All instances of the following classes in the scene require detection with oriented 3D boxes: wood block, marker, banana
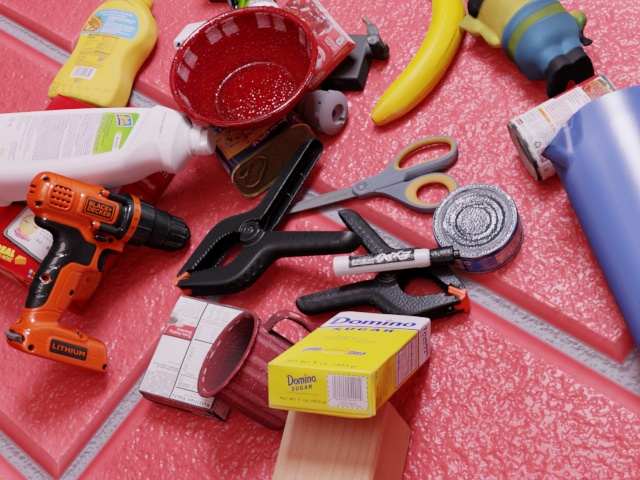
[{"bbox_3d":[0.008,0.243,0.919,0.090,0.090,0.206,3,63,22],"label":"wood block"},{"bbox_3d":[0.073,0.019,1.018,0.121,0.020,0.020,-6,60,12],"label":"marker"},{"bbox_3d":[0.116,-0.207,1.165,0.070,0.037,0.197,0,59,44],"label":"banana"}]

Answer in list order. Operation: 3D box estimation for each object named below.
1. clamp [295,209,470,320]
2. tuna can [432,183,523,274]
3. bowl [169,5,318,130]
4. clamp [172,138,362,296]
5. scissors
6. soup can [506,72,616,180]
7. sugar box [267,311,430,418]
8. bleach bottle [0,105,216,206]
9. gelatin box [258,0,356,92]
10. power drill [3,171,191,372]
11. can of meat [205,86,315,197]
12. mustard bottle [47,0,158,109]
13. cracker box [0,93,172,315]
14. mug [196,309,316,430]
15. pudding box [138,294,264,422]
[{"bbox_3d":[0.068,0.028,1.049,0.172,0.039,0.120,8,70,21],"label":"clamp"},{"bbox_3d":[0.153,-0.013,1.041,0.086,0.033,0.086,-9,59,16],"label":"tuna can"},{"bbox_3d":[-0.076,-0.171,1.133,0.162,0.055,0.162,-6,58,10],"label":"bowl"},{"bbox_3d":[-0.057,0.001,1.094,0.210,0.036,0.165,-37,43,7],"label":"clamp"},{"bbox_3d":[0.058,-0.042,1.105,0.202,0.016,0.096,-28,56,4],"label":"scissors"},{"bbox_3d":[0.242,-0.110,1.041,0.102,0.068,0.068,-28,56,5],"label":"soup can"},{"bbox_3d":[0.030,0.104,0.938,0.093,0.176,0.048,3,104,20],"label":"sugar box"},{"bbox_3d":[-0.235,-0.093,1.135,0.251,0.068,0.102,-2,61,15],"label":"bleach bottle"},{"bbox_3d":[-0.015,-0.220,1.173,0.073,0.030,0.089,-44,73,17],"label":"gelatin box"},{"bbox_3d":[-0.235,0.038,1.107,0.057,0.184,0.187,4,77,57],"label":"power drill"},{"bbox_3d":[-0.069,-0.110,1.167,0.102,0.057,0.084,-37,54,-2],"label":"can of meat"},{"bbox_3d":[-0.253,-0.240,1.308,0.096,0.058,0.191,11,67,27],"label":"mustard bottle"},{"bbox_3d":[-0.285,-0.044,1.204,0.164,0.072,0.213,22,71,28],"label":"cracker box"},{"bbox_3d":[-0.049,0.116,0.996,0.117,0.081,0.093,-51,21,11],"label":"mug"},{"bbox_3d":[-0.119,0.117,1.071,0.090,0.039,0.113,11,69,25],"label":"pudding box"}]
